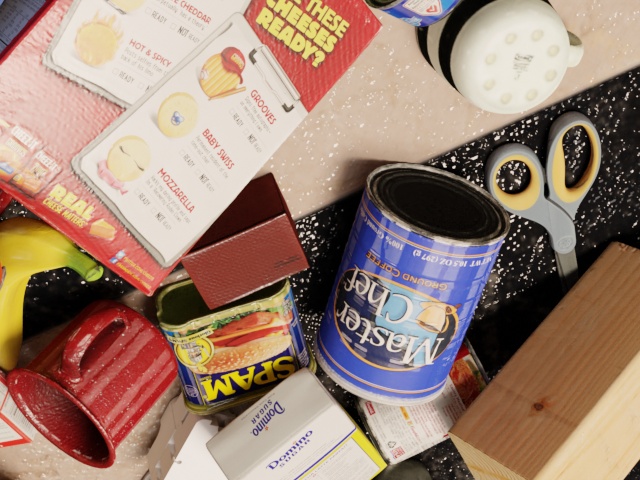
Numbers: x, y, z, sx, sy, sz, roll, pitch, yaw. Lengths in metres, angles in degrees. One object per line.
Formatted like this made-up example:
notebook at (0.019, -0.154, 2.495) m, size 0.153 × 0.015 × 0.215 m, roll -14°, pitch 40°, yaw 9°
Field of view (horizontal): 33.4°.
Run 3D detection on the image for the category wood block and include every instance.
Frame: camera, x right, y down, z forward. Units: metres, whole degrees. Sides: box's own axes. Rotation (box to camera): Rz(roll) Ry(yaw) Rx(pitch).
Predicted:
wood block at (0.205, 0.110, 0.805) m, size 0.206 × 0.091 × 0.090 m, roll -45°, pitch 130°, yaw -16°

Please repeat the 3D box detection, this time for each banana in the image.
banana at (-0.198, 0.031, 0.684) m, size 0.037 × 0.069 × 0.198 m, roll -25°, pitch 172°, yaw -36°

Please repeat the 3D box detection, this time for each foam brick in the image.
foam brick at (-0.055, 0.001, 0.732) m, size 0.078 × 0.051 × 0.053 m, roll -23°, pitch 128°, yaw 1°

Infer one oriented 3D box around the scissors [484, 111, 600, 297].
scissors at (0.167, -0.005, 0.813) m, size 0.096 × 0.016 × 0.202 m, roll -7°, pitch 125°, yaw -9°

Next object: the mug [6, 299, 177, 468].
mug at (-0.151, 0.087, 0.723) m, size 0.093 × 0.081 × 0.117 m, roll 28°, pitch 143°, yaw 17°

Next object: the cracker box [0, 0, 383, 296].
cracker box at (-0.092, -0.100, 0.600) m, size 0.213 × 0.072 × 0.164 m, roll -50°, pitch 130°, yaw -3°

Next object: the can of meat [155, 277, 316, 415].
can of meat at (-0.062, 0.068, 0.773) m, size 0.102 × 0.057 × 0.084 m, roll -17°, pitch 124°, yaw -4°

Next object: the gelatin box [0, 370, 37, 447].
gelatin box at (-0.251, 0.111, 0.750) m, size 0.073 × 0.030 × 0.089 m, roll -14°, pitch 130°, yaw 26°

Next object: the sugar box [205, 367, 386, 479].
sugar box at (-0.013, 0.162, 0.811) m, size 0.093 × 0.048 × 0.176 m, roll -38°, pitch 148°, yaw -4°

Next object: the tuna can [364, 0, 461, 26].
tuna can at (0.061, -0.170, 0.625) m, size 0.033 × 0.086 × 0.086 m, roll 19°, pitch 117°, yaw -28°

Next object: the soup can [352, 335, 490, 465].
soup can at (0.085, 0.128, 0.849) m, size 0.102 × 0.068 × 0.068 m, roll -27°, pitch 127°, yaw 4°

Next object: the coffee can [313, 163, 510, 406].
coffee can at (0.062, 0.031, 0.754) m, size 0.102 × 0.103 × 0.140 m, roll 6°, pitch 122°, yaw -19°
